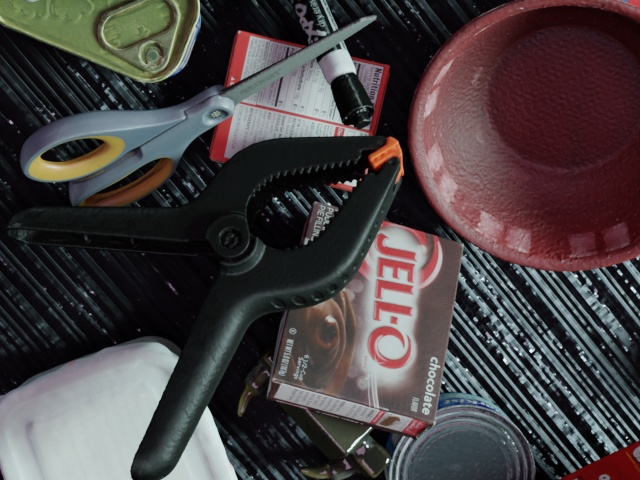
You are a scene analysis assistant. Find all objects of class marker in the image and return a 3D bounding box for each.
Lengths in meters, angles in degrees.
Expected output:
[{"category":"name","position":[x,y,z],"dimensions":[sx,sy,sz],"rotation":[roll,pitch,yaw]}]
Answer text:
[{"category":"marker","position":[0.000,-0.113,0.574],"dimensions":[0.020,0.020,0.121],"rotation":[-22,72,0]}]

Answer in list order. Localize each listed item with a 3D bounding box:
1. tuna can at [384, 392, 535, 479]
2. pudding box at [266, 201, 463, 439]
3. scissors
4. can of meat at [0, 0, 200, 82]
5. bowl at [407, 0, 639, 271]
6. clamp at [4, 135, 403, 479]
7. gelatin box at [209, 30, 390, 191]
[{"category":"tuna can","position":[0.081,0.134,0.629],"dimensions":[0.086,0.034,0.086],"rotation":[0,98,-3]},{"category":"pudding box","position":[0.025,0.043,0.587],"dimensions":[0.090,0.039,0.113],"rotation":[15,64,-4]},{"category":"scissors","position":[-0.073,-0.069,0.543],"dimensions":[0.202,0.096,0.016],"rotation":[-34,62,31]},{"category":"can of meat","position":[-0.113,-0.122,0.560],"dimensions":[0.102,0.084,0.057],"rotation":[22,95,-6]},{"category":"bowl","position":[0.131,-0.064,0.576],"dimensions":[0.162,0.055,0.162],"rotation":[7,124,11]},{"category":"clamp","position":[-0.054,0.001,0.559],"dimensions":[0.210,0.036,0.165],"rotation":[-37,72,-7]},{"category":"gelatin box","position":[-0.012,-0.072,0.599],"dimensions":[0.089,0.030,0.073],"rotation":[12,95,-4]}]
